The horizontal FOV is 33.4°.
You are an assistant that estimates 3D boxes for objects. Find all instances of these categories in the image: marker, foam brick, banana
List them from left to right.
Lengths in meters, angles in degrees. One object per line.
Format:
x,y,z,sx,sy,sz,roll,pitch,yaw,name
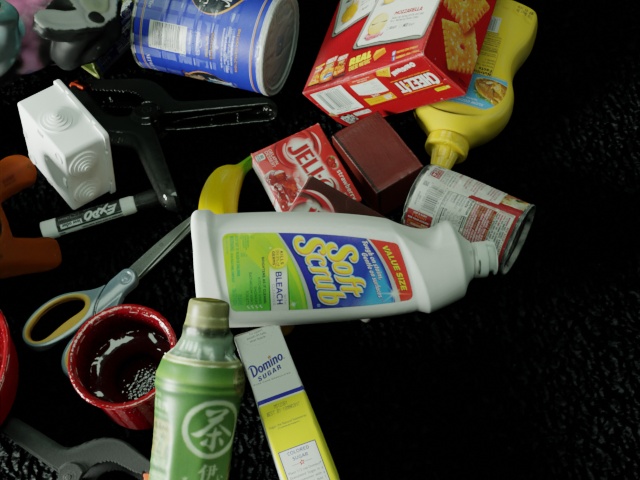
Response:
-0.209,-0.026,1.027,0.121,0.020,0.020,-17,62,-2,marker
-0.075,0.002,0.987,0.069,0.037,0.198,-13,62,0,banana
0.054,-0.071,1.001,0.051,0.053,0.078,-32,65,-10,foam brick

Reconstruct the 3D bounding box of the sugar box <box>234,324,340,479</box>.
-0.019,0.163,0.866,0.048,0.093,0.176,-17,63,-5,sugar box

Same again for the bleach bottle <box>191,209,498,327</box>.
0.021,0.016,0.894,0.250,0.068,0.102,-5,95,-3,bleach bottle

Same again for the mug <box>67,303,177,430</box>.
-0.148,0.111,0.914,0.117,0.081,0.093,-8,62,3,mug

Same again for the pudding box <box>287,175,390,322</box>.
0.015,0.009,0.953,0.113,0.039,0.090,30,76,0,pudding box

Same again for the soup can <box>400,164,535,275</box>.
0.132,-0.020,0.957,0.102,0.068,0.068,24,68,18,soup can

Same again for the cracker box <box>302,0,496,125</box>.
0.090,-0.223,1.022,0.164,0.072,0.213,-10,52,49,cracker box

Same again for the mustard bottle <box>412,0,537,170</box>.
0.141,-0.146,1.026,0.096,0.058,0.191,14,65,15,mustard bottle

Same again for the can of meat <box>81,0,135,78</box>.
-0.238,-0.229,1.112,0.102,0.057,0.084,36,78,22,can of meat

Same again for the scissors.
-0.176,0.056,0.984,0.201,0.016,0.096,-29,65,-9,scissors

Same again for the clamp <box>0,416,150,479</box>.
-0.212,0.197,0.903,0.171,0.039,0.120,-9,65,2,clamp

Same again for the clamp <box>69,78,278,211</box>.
-0.157,-0.119,1.050,0.210,0.036,0.164,30,54,30,clamp

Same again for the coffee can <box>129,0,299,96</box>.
-0.103,-0.208,1.061,0.140,0.103,0.102,14,65,13,coffee can

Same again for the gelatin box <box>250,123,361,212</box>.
-0.014,-0.056,1.003,0.073,0.030,0.089,-25,76,-10,gelatin box
